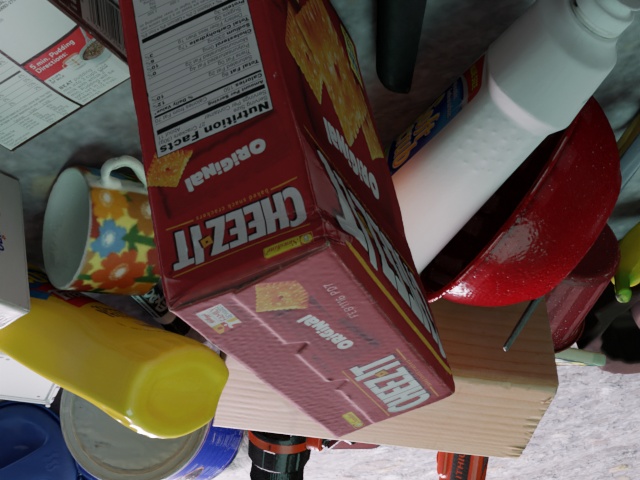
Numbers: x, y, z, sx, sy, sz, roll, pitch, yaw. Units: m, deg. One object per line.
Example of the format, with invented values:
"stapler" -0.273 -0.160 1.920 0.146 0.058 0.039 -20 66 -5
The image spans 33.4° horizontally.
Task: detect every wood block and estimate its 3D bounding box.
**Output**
"wood block" 0.039 0.074 0.702 0.206 0.090 0.091 7 137 -6

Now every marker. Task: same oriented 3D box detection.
"marker" -0.120 0.039 0.747 0.020 0.020 0.121 -19 148 8

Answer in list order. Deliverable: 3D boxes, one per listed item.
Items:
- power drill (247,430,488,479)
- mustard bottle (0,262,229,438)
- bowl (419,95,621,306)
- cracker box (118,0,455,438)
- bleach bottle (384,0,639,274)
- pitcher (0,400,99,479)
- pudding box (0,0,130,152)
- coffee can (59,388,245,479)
"power drill" 0.034 0.151 0.815 0.188 0.057 0.184 11 113 14
"mustard bottle" -0.154 0.056 0.641 0.192 0.058 0.096 21 -179 27
"bowl" 0.124 -0.018 0.622 0.055 0.162 0.162 33 135 -5
"cracker box" -0.015 -0.041 0.479 0.072 0.214 0.164 -23 147 13
"bleach bottle" 0.083 -0.057 0.593 0.068 0.102 0.251 36 134 -7
"pitcher" -0.212 0.229 0.921 0.145 0.149 0.242 -41 148 2
"pudding box" -0.153 -0.098 0.503 0.090 0.039 0.113 -26 144 19
"coffee can" -0.116 0.127 0.773 0.103 0.103 0.140 -16 165 2
